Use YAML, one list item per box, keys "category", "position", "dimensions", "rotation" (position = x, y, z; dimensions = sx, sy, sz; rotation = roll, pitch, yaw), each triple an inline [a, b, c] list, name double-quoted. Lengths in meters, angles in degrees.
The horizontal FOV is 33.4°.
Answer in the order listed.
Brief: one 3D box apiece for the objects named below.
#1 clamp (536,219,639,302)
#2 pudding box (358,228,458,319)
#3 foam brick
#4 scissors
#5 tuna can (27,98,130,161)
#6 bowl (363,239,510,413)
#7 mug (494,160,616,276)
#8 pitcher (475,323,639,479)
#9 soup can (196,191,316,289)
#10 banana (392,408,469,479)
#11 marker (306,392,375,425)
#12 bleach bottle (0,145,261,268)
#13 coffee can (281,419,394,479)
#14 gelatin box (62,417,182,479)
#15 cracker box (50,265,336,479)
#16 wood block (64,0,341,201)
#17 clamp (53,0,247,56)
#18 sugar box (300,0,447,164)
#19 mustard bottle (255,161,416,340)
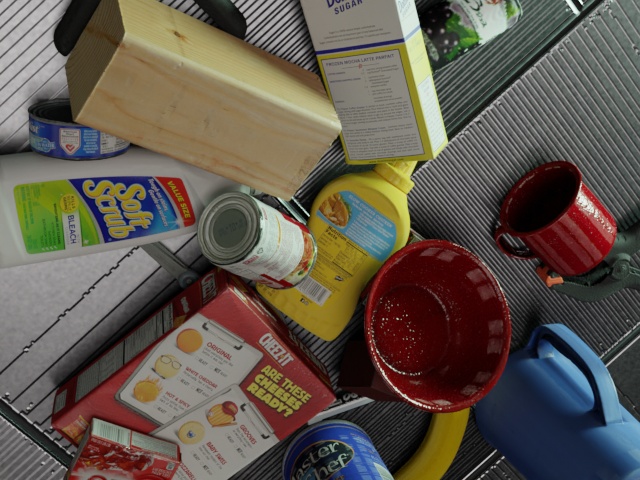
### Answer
- category: "clamp"
  position: [0.316, 0.030, 1.125]
  dimensions: [0.171, 0.039, 0.120]
  rotation: [-18, 109, -2]
- category: "pudding box"
  position: [0.100, 0.051, 1.072]
  dimensions: [0.113, 0.039, 0.090]
  rotation: [36, 97, -22]
- category: "foam brick"
  position: [0.060, 0.129, 1.059]
  dimensions: [0.053, 0.078, 0.051]
  rotation: [22, 75, -23]
- category: "scissors"
  position: [-0.129, 0.057, 1.022]
  dimensions: [0.201, 0.016, 0.096]
  rotation: [27, 105, -17]
- category: "tuna can"
  position: [-0.204, -0.095, 0.907]
  dimensions: [0.086, 0.086, 0.034]
  rotation: [-2, 111, -15]
- category: "bowl"
  position: [0.100, 0.082, 1.010]
  dimensions: [0.161, 0.055, 0.162]
  rotation: [5, 80, -26]
- category: "mug"
  position: [0.230, -0.013, 1.065]
  dimensions: [0.117, 0.093, 0.081]
  rotation: [-30, 124, 30]
- category: "pitcher"
  position: [0.262, 0.201, 1.059]
  dimensions: [0.145, 0.243, 0.149]
  rotation: [-46, 116, 1]
- category: "soup can"
  position: [-0.056, 0.001, 0.955]
  dimensions: [0.068, 0.069, 0.102]
  rotation: [-52, 149, 6]
- category: "banana"
  position: [0.121, 0.198, 1.132]
  dimensions: [0.069, 0.037, 0.198]
  rotation: [17, 104, -23]
- category: "marker"
  position: [0.041, 0.163, 1.107]
  dimensions: [0.121, 0.020, 0.020]
  rotation: [-17, 113, -9]
- category: "bleach bottle"
  position: [-0.168, -0.045, 0.945]
  dimensions: [0.250, 0.068, 0.102]
  rotation: [-11, 116, -17]
- category: "coffee can"
  position: [0.026, 0.258, 1.070]
  dimensions: [0.102, 0.140, 0.103]
  rotation: [-5, 111, -14]
- category: "gelatin box"
  position: [-0.181, 0.210, 0.974]
  dimensions: [0.089, 0.030, 0.073]
  rotation: [22, 112, -18]
- category: "cracker box"
  position: [-0.120, 0.146, 1.013]
  dimensions: [0.214, 0.072, 0.164]
  rotation: [-38, 116, 8]
- category: "wood block"
  position: [-0.097, -0.121, 0.895]
  dimensions: [0.205, 0.091, 0.090]
  rotation: [20, 121, -32]
- category: "clamp"
  position: [-0.134, -0.237, 0.860]
  dimensions: [0.164, 0.036, 0.210]
  rotation: [-2, 135, -13]
- category: "sugar box"
  position: [0.048, -0.156, 0.954]
  dimensions: [0.093, 0.048, 0.176]
  rotation: [-1, 115, 30]
- category: "mustard bottle"
  position: [0.029, -0.006, 1.018]
  dimensions: [0.096, 0.058, 0.192]
  rotation: [36, 97, -2]
